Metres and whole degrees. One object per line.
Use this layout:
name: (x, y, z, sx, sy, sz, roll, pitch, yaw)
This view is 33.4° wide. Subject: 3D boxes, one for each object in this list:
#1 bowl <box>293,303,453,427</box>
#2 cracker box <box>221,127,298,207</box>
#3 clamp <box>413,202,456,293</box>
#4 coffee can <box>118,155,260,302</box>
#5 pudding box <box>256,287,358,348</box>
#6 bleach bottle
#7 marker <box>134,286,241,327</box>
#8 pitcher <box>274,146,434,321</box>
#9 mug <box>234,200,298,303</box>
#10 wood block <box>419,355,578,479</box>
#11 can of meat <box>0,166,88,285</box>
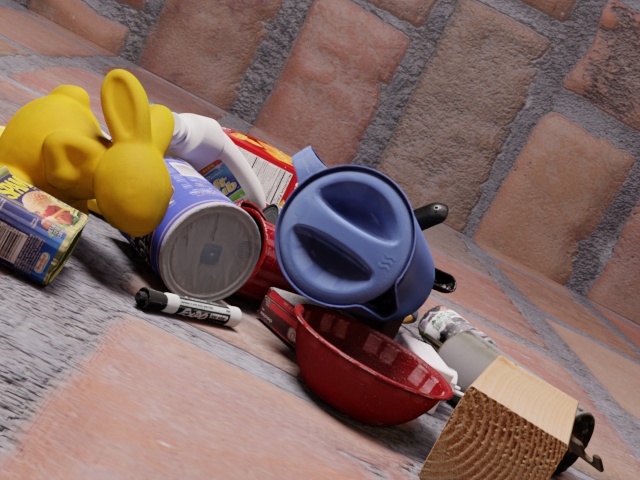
bowl: (0.036, 0.120, 0.958, 0.162, 0.055, 0.162, 27, 9, -5)
cracker box: (-0.040, -0.072, 1.424, 0.214, 0.072, 0.164, 28, 7, 28)
clamp: (0.059, 0.001, 1.250, 0.210, 0.036, 0.164, 7, -35, 8)
coffee can: (-0.135, -0.013, 1.052, 0.102, 0.103, 0.140, 21, 11, -37)
pudding box: (0.004, 0.092, 1.080, 0.113, 0.039, 0.090, 18, 12, -41)
bleach bottle: (-0.137, -0.078, 1.199, 0.250, 0.102, 0.068, 55, 14, -70)
marker: (-0.118, 0.060, 0.955, 0.120, 0.020, 0.020, 18, 13, -49)
pitcher: (0.043, 0.007, 1.081, 0.145, 0.149, 0.242, 13, -7, 15)
mug: (-0.068, 0.011, 1.125, 0.081, 0.093, 0.117, 26, 41, -47)
wood block: (0.161, 0.171, 0.931, 0.091, 0.090, 0.206, 30, 8, 13)
can of meat: (-0.242, -0.011, 0.870, 0.084, 0.057, 0.102, 29, 9, -8)
